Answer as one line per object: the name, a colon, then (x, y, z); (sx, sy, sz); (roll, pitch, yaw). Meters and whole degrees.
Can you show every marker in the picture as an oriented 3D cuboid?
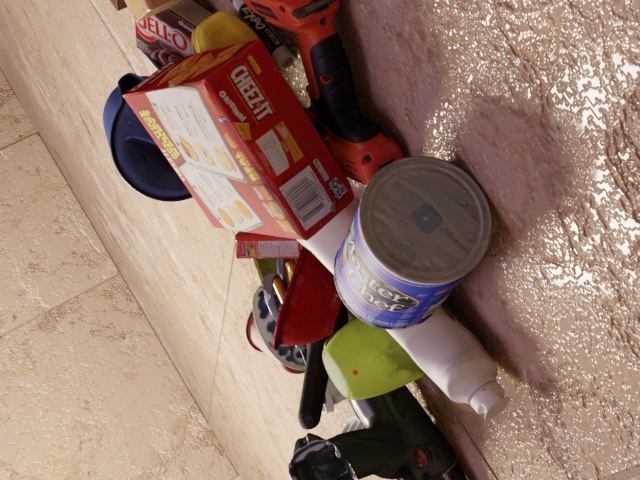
marker: (-0.064, -0.216, 1.051); (0.121, 0.020, 0.020); (54, 162, 22)

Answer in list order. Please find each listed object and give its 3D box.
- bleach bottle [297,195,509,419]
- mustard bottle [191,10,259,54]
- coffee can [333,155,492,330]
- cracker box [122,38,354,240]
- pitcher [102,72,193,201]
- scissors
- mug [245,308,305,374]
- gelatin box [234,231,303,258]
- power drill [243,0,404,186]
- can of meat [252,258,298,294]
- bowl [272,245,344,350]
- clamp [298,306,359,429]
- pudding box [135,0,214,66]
bleach bottle: (0.078, 0.060, 0.971); (0.251, 0.068, 0.102); (50, -170, 30)
mustard bottle: (-0.095, -0.183, 1.099); (0.096, 0.058, 0.192); (54, 176, -12)
coffee can: (0.071, 0.006, 0.865); (0.103, 0.102, 0.140); (58, 164, 13)
cracker box: (-0.078, -0.090, 0.972); (0.164, 0.072, 0.214); (57, 160, -19)
pitcher: (-0.185, -0.122, 1.251); (0.243, 0.144, 0.149); (-142, 59, -70)
scissors: (-0.022, 0.097, 1.248); (0.201, 0.016, 0.096); (63, -153, -43)
mug: (-0.032, 0.130, 1.425); (0.117, 0.093, 0.082); (34, 180, -42)
gelatin box: (-0.048, -0.003, 1.170); (0.089, 0.073, 0.030); (-54, -37, -74)
power drill: (-0.007, -0.144, 0.939); (0.185, 0.057, 0.187); (29, 147, 55)
can of meat: (-0.058, 0.001, 1.278); (0.084, 0.057, 0.102); (-105, -3, -59)
bowl: (0.002, 0.047, 1.127); (0.055, 0.162, 0.162); (19, 155, 5)
clamp: (0.013, 0.120, 1.245); (0.164, 0.036, 0.210); (25, -124, -59)
pudding box: (-0.162, -0.235, 1.211); (0.114, 0.039, 0.090); (34, 147, 19)
